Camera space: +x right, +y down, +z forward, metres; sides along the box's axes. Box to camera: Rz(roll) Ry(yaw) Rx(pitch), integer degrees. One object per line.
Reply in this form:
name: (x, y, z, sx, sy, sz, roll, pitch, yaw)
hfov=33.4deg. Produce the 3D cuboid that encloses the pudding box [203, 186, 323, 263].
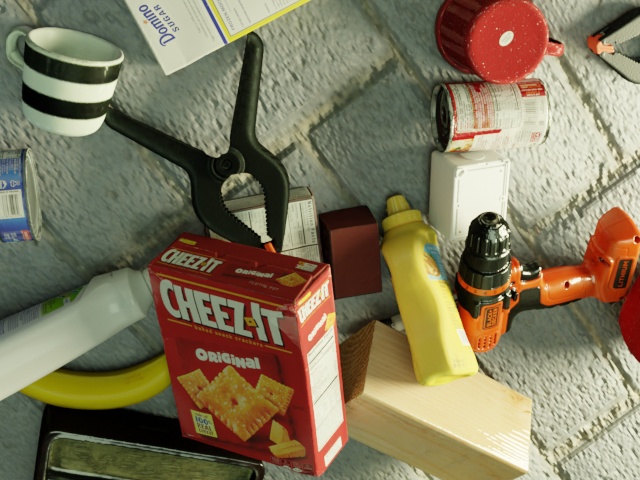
pudding box: (-0.057, 0.001, 1.059, 0.113, 0.039, 0.090, -11, 110, -9)

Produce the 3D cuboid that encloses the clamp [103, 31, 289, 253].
clamp: (-0.082, -0.081, 1.003, 0.164, 0.036, 0.210, -34, 96, 2)

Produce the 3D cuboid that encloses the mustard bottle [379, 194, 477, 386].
mustard bottle: (0.101, 0.046, 1.058, 0.058, 0.096, 0.191, -20, 76, 18)

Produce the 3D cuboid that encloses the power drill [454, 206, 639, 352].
power drill: (0.225, 0.025, 1.077, 0.187, 0.057, 0.184, -14, 138, -11)

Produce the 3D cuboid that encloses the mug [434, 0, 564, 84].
mug: (0.174, -0.191, 1.006, 0.117, 0.081, 0.093, 12, 108, -15)

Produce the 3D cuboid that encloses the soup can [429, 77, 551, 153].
soup can: (0.165, -0.122, 1.038, 0.102, 0.068, 0.068, -5, 111, -9)

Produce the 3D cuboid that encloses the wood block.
wood block: (0.111, 0.177, 1.113, 0.206, 0.090, 0.090, 28, 139, -19)

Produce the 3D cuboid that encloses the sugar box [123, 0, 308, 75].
sugar box: (-0.085, -0.231, 0.963, 0.176, 0.048, 0.093, -25, 113, 4)

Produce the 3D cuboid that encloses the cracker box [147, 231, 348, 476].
cracker box: (-0.067, 0.111, 1.019, 0.164, 0.072, 0.214, 12, 127, 26)

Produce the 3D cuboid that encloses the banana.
banana: (-0.225, 0.138, 1.083, 0.197, 0.037, 0.069, -8, 89, -10)

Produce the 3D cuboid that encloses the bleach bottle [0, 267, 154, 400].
bleach bottle: (-0.259, 0.091, 1.012, 0.250, 0.103, 0.068, -26, 109, -8)

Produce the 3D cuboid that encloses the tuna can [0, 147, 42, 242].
tuna can: (-0.278, -0.041, 0.976, 0.033, 0.086, 0.086, -5, 111, -8)

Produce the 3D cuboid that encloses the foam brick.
foam brick: (0.030, 0.012, 1.071, 0.051, 0.053, 0.078, -8, 111, -8)

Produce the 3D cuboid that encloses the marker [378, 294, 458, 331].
marker: (0.107, 0.078, 1.129, 0.121, 0.020, 0.020, -19, 113, -3)
